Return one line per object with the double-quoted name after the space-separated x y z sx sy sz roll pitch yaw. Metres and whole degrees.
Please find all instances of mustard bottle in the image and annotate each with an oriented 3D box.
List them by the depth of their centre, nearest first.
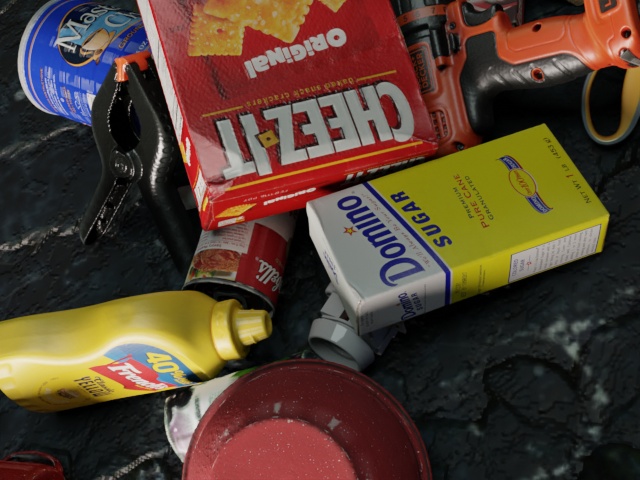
-0.125 0.074 0.738 0.192 0.096 0.058 -12 56 15 "mustard bottle"

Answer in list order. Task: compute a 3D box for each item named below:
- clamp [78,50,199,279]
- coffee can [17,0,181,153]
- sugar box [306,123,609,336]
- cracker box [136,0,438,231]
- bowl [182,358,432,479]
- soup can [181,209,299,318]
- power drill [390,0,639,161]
-0.146 -0.057 0.808 0.120 0.171 0.039 5 19 27 "clamp"
-0.163 -0.138 0.878 0.140 0.102 0.102 20 70 31 "coffee can"
0.088 -0.010 0.705 0.176 0.048 0.093 -18 52 -11 "sugar box"
-0.030 -0.132 0.742 0.164 0.072 0.214 -15 77 -12 "cracker box"
-0.016 0.151 0.637 0.162 0.055 0.162 -2 82 13 "bowl"
-0.055 0.001 0.772 0.069 0.068 0.102 1 60 23 "soup can"
0.132 -0.161 0.740 0.188 0.057 0.184 -17 80 38 "power drill"
